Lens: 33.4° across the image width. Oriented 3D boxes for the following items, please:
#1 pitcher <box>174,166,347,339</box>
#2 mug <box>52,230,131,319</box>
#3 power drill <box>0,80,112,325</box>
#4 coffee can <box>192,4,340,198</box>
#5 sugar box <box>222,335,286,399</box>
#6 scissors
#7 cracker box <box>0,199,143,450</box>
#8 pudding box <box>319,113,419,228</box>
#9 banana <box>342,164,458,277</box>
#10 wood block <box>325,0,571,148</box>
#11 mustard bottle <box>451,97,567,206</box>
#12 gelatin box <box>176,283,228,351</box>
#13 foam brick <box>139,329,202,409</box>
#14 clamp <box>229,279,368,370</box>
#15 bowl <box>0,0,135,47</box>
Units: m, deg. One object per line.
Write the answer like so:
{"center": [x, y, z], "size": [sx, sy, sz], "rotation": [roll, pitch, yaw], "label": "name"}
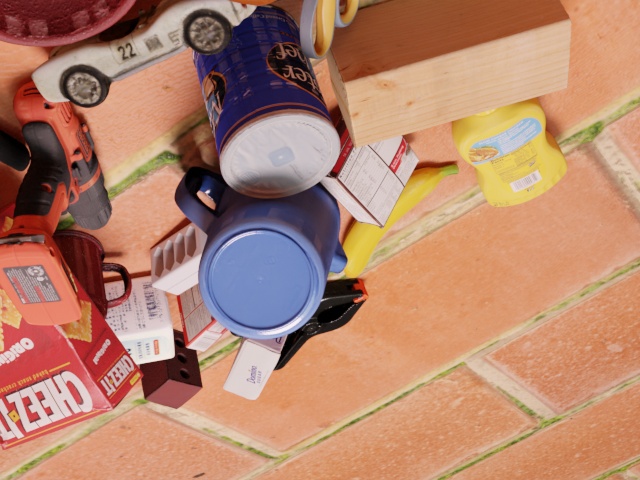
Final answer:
{"center": [-0.057, 0.001, 1.000], "size": [0.149, 0.243, 0.145], "rotation": [-11, 102, 4], "label": "pitcher"}
{"center": [-0.256, 0.049, 1.120], "size": [0.117, 0.081, 0.093], "rotation": [-1, 141, -21], "label": "mug"}
{"center": [-0.235, -0.021, 0.951], "size": [0.057, 0.187, 0.184], "rotation": [-8, 141, 7], "label": "power drill"}
{"center": [-0.049, -0.122, 0.930], "size": [0.102, 0.140, 0.103], "rotation": [-11, 144, -9], "label": "coffee can"}
{"center": [-0.052, 0.081, 1.169], "size": [0.048, 0.176, 0.093], "rotation": [22, 134, -5], "label": "sugar box"}
{"center": [0.015, -0.250, 0.883], "size": [0.096, 0.016, 0.202], "rotation": [-36, 140, -55], "label": "scissors"}
{"center": [-0.301, 0.087, 1.039], "size": [0.164, 0.072, 0.213], "rotation": [-23, 106, 30], "label": "cracker box"}
{"center": [0.047, -0.077, 1.076], "size": [0.113, 0.039, 0.090], "rotation": [43, 72, -48], "label": "pudding box"}
{"center": [0.072, -0.021, 1.201], "size": [0.069, 0.037, 0.198], "rotation": [17, 132, -36], "label": "banana"}
{"center": [0.114, -0.169, 0.977], "size": [0.206, 0.091, 0.090], "rotation": [-16, 144, -2], "label": "wood block"}
{"center": [0.189, -0.111, 1.112], "size": [0.096, 0.058, 0.191], "rotation": [-25, 143, 13], "label": "mustard bottle"}
{"center": [-0.122, 0.072, 1.212], "size": [0.030, 0.073, 0.089], "rotation": [21, 129, -40], "label": "gelatin box"}
{"center": [-0.183, 0.154, 1.292], "size": [0.051, 0.078, 0.052], "rotation": [-38, 139, 28], "label": "foam brick"}
{"center": [-0.025, 0.094, 1.311], "size": [0.172, 0.039, 0.120], "rotation": [-36, 145, 15], "label": "clamp"}
{"center": [-0.212, -0.224, 0.801], "size": [0.162, 0.055, 0.162], "rotation": [-11, 144, -8], "label": "bowl"}
